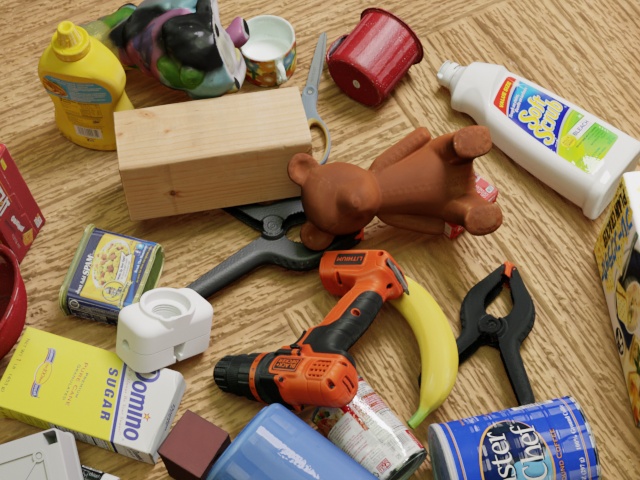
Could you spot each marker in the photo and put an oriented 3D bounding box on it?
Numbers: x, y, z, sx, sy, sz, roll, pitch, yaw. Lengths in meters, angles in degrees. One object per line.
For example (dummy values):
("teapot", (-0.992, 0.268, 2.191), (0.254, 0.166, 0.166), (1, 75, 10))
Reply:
("marker", (-0.261, 0.229, 1.077), (0.121, 0.020, 0.020), (17, 63, 11))

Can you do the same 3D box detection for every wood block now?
("wood block", (-0.116, -0.095, 1.177), (0.206, 0.091, 0.090), (-9, 51, -6))

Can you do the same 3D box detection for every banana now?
("banana", (0.101, 0.097, 1.105), (0.069, 0.037, 0.198), (-16, 49, 5))

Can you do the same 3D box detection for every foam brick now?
("foam brick", (-0.120, 0.211, 1.049), (0.051, 0.078, 0.053), (28, 65, 17))

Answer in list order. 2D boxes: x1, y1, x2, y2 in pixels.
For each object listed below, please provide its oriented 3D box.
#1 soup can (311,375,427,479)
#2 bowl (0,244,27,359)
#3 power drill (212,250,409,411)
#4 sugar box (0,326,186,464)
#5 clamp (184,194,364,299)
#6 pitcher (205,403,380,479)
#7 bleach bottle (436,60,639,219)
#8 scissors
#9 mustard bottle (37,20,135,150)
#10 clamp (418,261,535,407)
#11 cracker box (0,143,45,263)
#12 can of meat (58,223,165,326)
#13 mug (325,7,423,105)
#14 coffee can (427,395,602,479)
("soup can", (0.049, 0.194, 1.058), (0.068, 0.068, 0.102), (-36, 67, -17))
("bowl", (-0.362, 0.084, 1.119), (0.162, 0.055, 0.162), (-18, 50, 23))
("power drill", (-0.006, 0.092, 1.096), (0.185, 0.057, 0.187), (0, 45, 43))
("sugar box", (-0.237, 0.159, 1.099), (0.176, 0.048, 0.093), (14, 62, 10))
("clamp", (-0.058, 0.001, 1.183), (0.210, 0.036, 0.164), (3, 59, 5))
("pitcher", (0.013, 0.263, 0.952), (0.243, 0.149, 0.144), (39, 63, 8))
("bleach bottle", (0.238, -0.131, 1.234), (0.251, 0.068, 0.102), (35, 67, 21))
("scissors", (-0.032, -0.168, 1.288), (0.096, 0.016, 0.202), (-5, 61, -1))
("mustard bottle", (-0.265, -0.177, 1.199), (0.096, 0.191, 0.058), (12, 62, 8))
("clamp", (0.188, 0.104, 1.118), (0.120, 0.039, 0.171), (22, 67, 16))
("cracker box", (-0.427, -0.064, 1.159), (0.214, 0.164, 0.072), (18, 65, 11))
("can of meat", (-0.224, 0.041, 1.157), (0.084, 0.057, 0.102), (14, 63, 6))
("mug", (0.054, -0.219, 1.277), (0.117, 0.093, 0.081), (24, 67, 38))
("coffee can", (0.184, 0.213, 1.024), (0.140, 0.103, 0.103), (-11, 62, -5))
